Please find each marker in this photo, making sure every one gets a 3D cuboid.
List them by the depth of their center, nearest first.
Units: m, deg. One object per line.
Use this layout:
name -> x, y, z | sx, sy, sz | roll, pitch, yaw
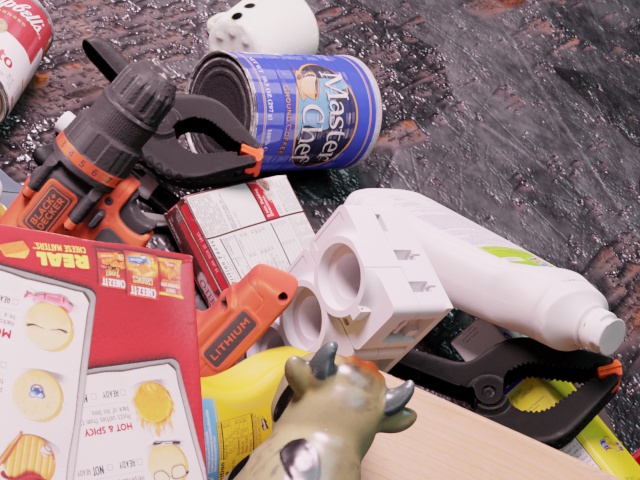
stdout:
marker -> -0.156, -0.058, 0.841 | 0.121, 0.020, 0.020 | 38, 40, 0

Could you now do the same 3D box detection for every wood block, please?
wood block -> 0.105, 0.173, 0.696 | 0.206, 0.090, 0.090 | 23, 69, 12

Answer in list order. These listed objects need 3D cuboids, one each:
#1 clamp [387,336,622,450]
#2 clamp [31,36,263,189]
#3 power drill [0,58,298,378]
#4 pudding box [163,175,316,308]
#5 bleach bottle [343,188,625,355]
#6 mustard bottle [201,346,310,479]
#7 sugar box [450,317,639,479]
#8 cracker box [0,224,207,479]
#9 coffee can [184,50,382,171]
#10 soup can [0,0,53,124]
clamp -> 0.118, 0.115, 0.801 | 0.210, 0.036, 0.164 | -18, 54, -5
clamp -> -0.127, -0.095, 0.829 | 0.171, 0.039, 0.120 | 11, 71, -8
power drill -> -0.108, -0.002, 0.716 | 0.187, 0.184, 0.057 | 40, 14, -7
pudding box -> -0.056, 0.001, 0.838 | 0.113, 0.039, 0.090 | -18, 76, -43
bleach bottle -> 0.126, 0.027, 0.840 | 0.102, 0.068, 0.251 | -1, 20, -38
mustard bottle -> -0.080, 0.130, 0.670 | 0.191, 0.096, 0.058 | -10, 17, -41
sugar box -> 0.186, 0.139, 0.855 | 0.093, 0.048, 0.176 | 20, 31, -57
cracker box -> -0.143, 0.103, 0.532 | 0.163, 0.072, 0.214 | 11, 62, -35
coffee can -> -0.032, -0.110, 0.919 | 0.140, 0.103, 0.103 | -6, 57, -40
soup can -> -0.251, -0.137, 0.807 | 0.068, 0.069, 0.102 | 27, 42, -14
